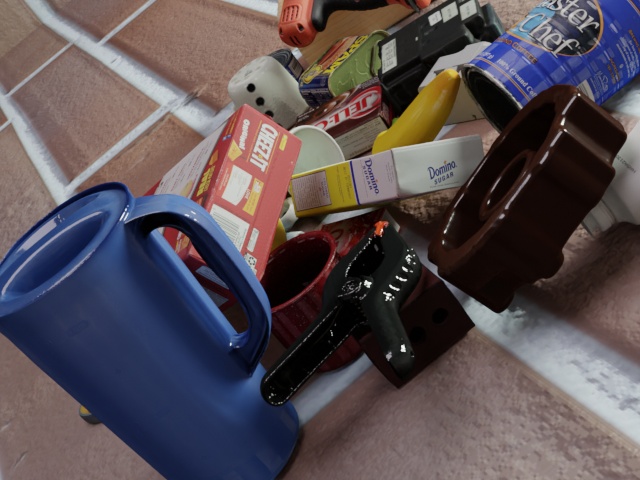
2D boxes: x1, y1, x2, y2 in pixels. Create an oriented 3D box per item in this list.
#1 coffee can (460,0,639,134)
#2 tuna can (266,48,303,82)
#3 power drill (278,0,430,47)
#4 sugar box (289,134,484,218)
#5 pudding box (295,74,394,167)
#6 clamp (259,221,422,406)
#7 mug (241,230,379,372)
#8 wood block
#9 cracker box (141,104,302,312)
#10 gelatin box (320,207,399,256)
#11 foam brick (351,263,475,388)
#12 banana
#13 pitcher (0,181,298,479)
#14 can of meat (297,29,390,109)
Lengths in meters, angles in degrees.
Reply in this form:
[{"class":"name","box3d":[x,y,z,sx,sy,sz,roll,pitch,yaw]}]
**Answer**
[{"class":"coffee can","box3d":[0.205,-0.152,0.904,0.140,0.102,0.103,-40,27,-3]},{"class":"tuna can","box3d":[-0.065,-0.213,1.408,0.086,0.033,0.086,-29,28,17]},{"class":"power drill","box3d":[0.042,-0.321,1.261,0.188,0.057,0.184,-6,62,30]},{"class":"sugar box","box3d":[0.054,-0.053,0.925,0.093,0.048,0.176,-12,4,-29]},{"class":"pudding box","box3d":[0.026,-0.122,1.149,0.114,0.039,0.090,-27,29,21]},{"class":"clamp","box3d":[0.036,0.047,0.755,0.120,0.039,0.171,-5,41,37]},{"class":"mug","box3d":[0.005,0.047,0.861,0.117,0.081,0.093,-28,28,20]},{"class":"wood block","box3d":[0.054,-0.316,1.359,0.206,0.090,0.090,-29,29,16]},{"class":"cracker box","box3d":[-0.115,0.003,0.932,0.214,0.072,0.164,-35,31,47]},{"class":"gelatin box","box3d":[0.023,0.015,0.946,0.073,0.030,0.089,-16,34,37]},{"class":"foam brick","box3d":[0.064,0.061,0.800,0.078,0.053,0.051,-39,27,-1]},{"class":"banana","box3d":[0.081,-0.105,0.997,0.198,0.037,0.069,155,129,-76]},{"class":"pitcher","box3d":[-0.113,0.080,0.777,0.145,0.242,0.149,-50,29,-22]},{"class":"can of meat","box3d":[0.032,-0.194,1.235,0.102,0.057,0.084,-46,25,-17]}]
